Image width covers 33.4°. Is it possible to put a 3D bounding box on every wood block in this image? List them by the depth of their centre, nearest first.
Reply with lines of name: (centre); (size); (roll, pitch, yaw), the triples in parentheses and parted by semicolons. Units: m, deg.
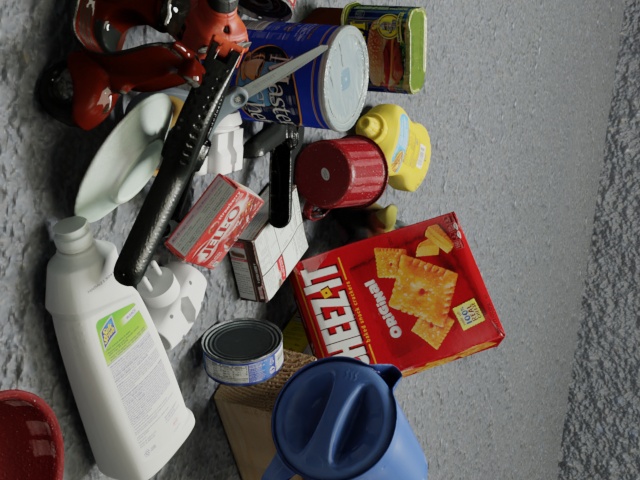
wood block: (-0.044, 0.227, 1.238); (0.090, 0.090, 0.206); (-57, 147, -40)

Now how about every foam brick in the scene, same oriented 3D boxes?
foam brick: (0.006, -0.231, 1.231); (0.078, 0.051, 0.053); (-50, 140, -48)

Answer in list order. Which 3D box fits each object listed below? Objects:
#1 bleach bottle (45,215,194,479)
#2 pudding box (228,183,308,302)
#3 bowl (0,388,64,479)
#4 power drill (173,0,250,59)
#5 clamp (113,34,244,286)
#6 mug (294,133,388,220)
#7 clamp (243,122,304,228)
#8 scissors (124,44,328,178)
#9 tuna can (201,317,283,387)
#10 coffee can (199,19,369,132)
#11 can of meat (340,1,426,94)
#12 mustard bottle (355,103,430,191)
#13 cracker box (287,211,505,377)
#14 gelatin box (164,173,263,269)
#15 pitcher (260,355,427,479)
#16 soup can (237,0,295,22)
bleach bottle: (-0.181, 0.089, 0.934); (0.102, 0.068, 0.251); (-51, 140, -48)
pudding box: (-0.058, 0.002, 1.192); (0.113, 0.039, 0.090); (-56, 144, -45)
bowl: (-0.263, 0.186, 0.797); (0.161, 0.055, 0.162); (-33, 128, -58)
power drill: (-0.103, -0.264, 0.904); (0.057, 0.185, 0.188); (-14, 132, -26)
clamp: (-0.116, -0.068, 0.891); (0.164, 0.036, 0.210); (-75, -170, -60)
mug: (0.016, -0.072, 1.281); (0.117, 0.093, 0.081); (-53, 159, 24)
clamp: (-0.042, -0.100, 1.154); (0.171, 0.039, 0.120); (-70, 158, -46)
scissors: (-0.093, -0.137, 0.963); (0.202, 0.016, 0.096); (-42, 131, 6)
tuna can: (-0.082, 0.118, 1.125); (0.086, 0.086, 0.034); (-44, 138, -52)
coffee can: (-0.036, -0.165, 1.057); (0.102, 0.140, 0.103); (-33, 127, -58)
can of meat: (0.073, -0.217, 1.213); (0.057, 0.084, 0.102); (-35, 128, -57)
mustard bottle: (0.094, -0.132, 1.443); (0.191, 0.058, 0.096); (25, 77, -65)
cracker box: (0.085, 0.076, 1.247); (0.072, 0.213, 0.164); (91, -19, -72)
gelatin box: (-0.101, -0.016, 1.032); (0.089, 0.030, 0.073); (-53, 161, 4)
pitcher: (0.036, 0.234, 1.173); (0.242, 0.149, 0.145); (57, 34, -59)
soup can: (-0.047, -0.282, 1.080); (0.068, 0.069, 0.102); (43, 60, -61)
